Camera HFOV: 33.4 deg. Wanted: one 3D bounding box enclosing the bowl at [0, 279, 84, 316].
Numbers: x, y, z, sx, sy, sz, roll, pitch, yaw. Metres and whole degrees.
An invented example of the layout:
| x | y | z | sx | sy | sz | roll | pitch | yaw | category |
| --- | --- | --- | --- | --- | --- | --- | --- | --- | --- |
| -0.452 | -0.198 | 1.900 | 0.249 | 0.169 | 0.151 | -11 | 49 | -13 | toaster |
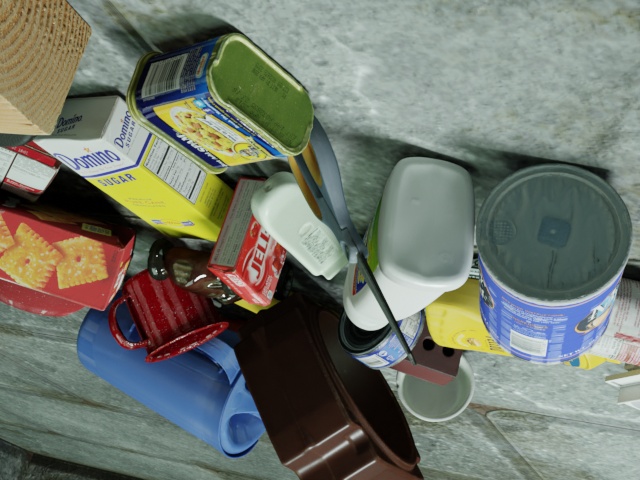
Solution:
| x | y | z | sx | sy | sz | roll | pitch | yaw | category |
| --- | --- | --- | --- | --- | --- | --- | --- | --- | --- |
| -0.309 | 0.041 | 1.165 | 0.162 | 0.055 | 0.162 | 20 | -173 | -3 | bowl |

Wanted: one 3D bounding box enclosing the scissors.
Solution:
| x | y | z | sx | sy | sz | roll | pitch | yaw | category |
| --- | --- | --- | --- | --- | --- | --- | --- | --- | --- |
| 0.020 | -0.013 | 0.745 | 0.016 | 0.202 | 0.096 | -21 | 139 | -13 | scissors |

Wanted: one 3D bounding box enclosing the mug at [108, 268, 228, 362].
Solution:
| x | y | z | sx | sy | sz | roll | pitch | yaw | category |
| --- | --- | --- | --- | --- | --- | --- | --- | --- | --- |
| -0.162 | 0.073 | 1.090 | 0.117 | 0.081 | 0.093 | -19 | 167 | -32 | mug |

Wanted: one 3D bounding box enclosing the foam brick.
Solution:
| x | y | z | sx | sy | sz | roll | pitch | yaw | category |
| --- | --- | --- | --- | --- | --- | --- | --- | --- | --- |
| 0.108 | 0.114 | 1.125 | 0.078 | 0.053 | 0.051 | 18 | 160 | -4 | foam brick |

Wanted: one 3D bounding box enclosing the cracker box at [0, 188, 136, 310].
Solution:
| x | y | z | sx | sy | sz | roll | pitch | yaw | category |
| --- | --- | --- | --- | --- | --- | --- | --- | --- | --- |
| -0.292 | -0.007 | 1.037 | 0.213 | 0.072 | 0.164 | 20 | -176 | -6 | cracker box |

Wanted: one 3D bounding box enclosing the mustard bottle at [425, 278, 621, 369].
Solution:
| x | y | z | sx | sy | sz | roll | pitch | yaw | category |
| --- | --- | --- | --- | --- | --- | --- | --- | --- | --- |
| 0.195 | 0.077 | 0.954 | 0.192 | 0.058 | 0.096 | 8 | 153 | 22 | mustard bottle |

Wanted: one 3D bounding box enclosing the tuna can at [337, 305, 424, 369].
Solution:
| x | y | z | sx | sy | sz | roll | pitch | yaw | category |
| --- | --- | --- | --- | --- | --- | --- | --- | --- | --- |
| 0.057 | 0.079 | 1.028 | 0.033 | 0.086 | 0.086 | 33 | 154 | -34 | tuna can |

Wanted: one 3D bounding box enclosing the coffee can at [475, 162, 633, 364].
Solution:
| x | y | z | sx | sy | sz | roll | pitch | yaw | category |
| --- | --- | --- | --- | --- | --- | --- | --- | --- | --- |
| 0.165 | 0.021 | 0.771 | 0.103 | 0.102 | 0.140 | 12 | 159 | 14 | coffee can |

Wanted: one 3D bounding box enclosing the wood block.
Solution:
| x | y | z | sx | sy | sz | roll | pitch | yaw | category |
| --- | --- | --- | --- | --- | --- | --- | --- | --- | --- |
| -0.276 | -0.135 | 0.737 | 0.206 | 0.090 | 0.090 | 6 | 158 | 26 | wood block |

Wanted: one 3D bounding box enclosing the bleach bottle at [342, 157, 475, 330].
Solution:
| x | y | z | sx | sy | sz | roll | pitch | yaw | category |
| --- | --- | --- | --- | --- | --- | --- | --- | --- | --- |
| 0.058 | 0.025 | 0.864 | 0.068 | 0.102 | 0.251 | 10 | 159 | -6 | bleach bottle |

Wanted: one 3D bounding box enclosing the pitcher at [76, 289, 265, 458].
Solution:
| x | y | z | sx | sy | sz | roll | pitch | yaw | category |
| --- | --- | --- | --- | --- | --- | --- | --- | --- | --- |
| -0.168 | 0.140 | 1.245 | 0.243 | 0.149 | 0.144 | 21 | -163 | 27 | pitcher |

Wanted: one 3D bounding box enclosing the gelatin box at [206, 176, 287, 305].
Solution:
| x | y | z | sx | sy | sz | roll | pitch | yaw | category |
| --- | --- | --- | --- | --- | --- | --- | --- | --- | --- |
| -0.056 | 0.001 | 0.912 | 0.030 | 0.089 | 0.073 | 7 | 157 | 26 | gelatin box |

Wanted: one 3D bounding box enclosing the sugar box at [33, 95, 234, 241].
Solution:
| x | y | z | sx | sy | sz | roll | pitch | yaw | category |
| --- | --- | --- | --- | --- | --- | --- | --- | --- | --- |
| -0.147 | -0.056 | 0.898 | 0.094 | 0.048 | 0.176 | 3 | 157 | 40 | sugar box |

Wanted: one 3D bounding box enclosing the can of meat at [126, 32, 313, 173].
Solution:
| x | y | z | sx | sy | sz | roll | pitch | yaw | category |
| --- | --- | --- | --- | --- | --- | --- | --- | --- | --- |
| -0.066 | -0.093 | 0.729 | 0.084 | 0.057 | 0.102 | -6 | 150 | 42 | can of meat |

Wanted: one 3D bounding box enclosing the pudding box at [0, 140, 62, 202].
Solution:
| x | y | z | sx | sy | sz | roll | pitch | yaw | category |
| --- | --- | --- | --- | --- | --- | --- | --- | --- | --- |
| -0.281 | -0.079 | 0.958 | 0.090 | 0.039 | 0.114 | 24 | 156 | -18 | pudding box |
